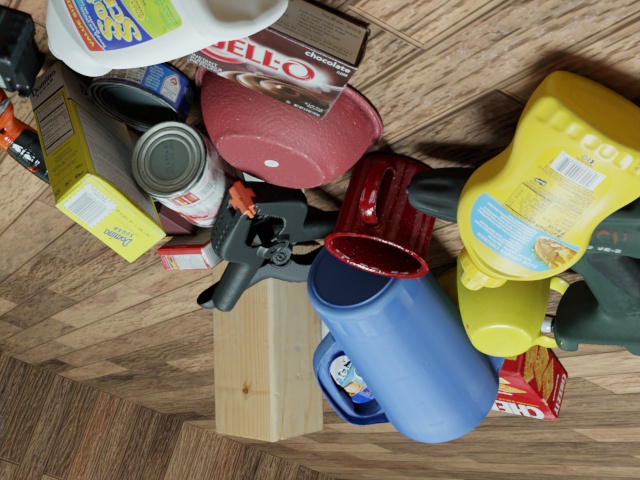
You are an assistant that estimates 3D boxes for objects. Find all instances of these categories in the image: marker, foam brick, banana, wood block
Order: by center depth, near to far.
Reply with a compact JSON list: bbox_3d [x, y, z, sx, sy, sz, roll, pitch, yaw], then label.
[{"bbox_3d":[0.152,0.057,1.135,0.069,0.037,0.198,23,161,-8],"label":"banana"},{"bbox_3d":[-0.167,-0.037,1.137,0.078,0.051,0.053,-2,152,45],"label":"foam brick"},{"bbox_3d":[-0.059,0.108,1.180,0.091,0.206,0.090,0,-179,39],"label":"wood block"},{"bbox_3d":[0.226,0.089,1.187,0.121,0.020,0.020,8,159,28],"label":"marker"}]

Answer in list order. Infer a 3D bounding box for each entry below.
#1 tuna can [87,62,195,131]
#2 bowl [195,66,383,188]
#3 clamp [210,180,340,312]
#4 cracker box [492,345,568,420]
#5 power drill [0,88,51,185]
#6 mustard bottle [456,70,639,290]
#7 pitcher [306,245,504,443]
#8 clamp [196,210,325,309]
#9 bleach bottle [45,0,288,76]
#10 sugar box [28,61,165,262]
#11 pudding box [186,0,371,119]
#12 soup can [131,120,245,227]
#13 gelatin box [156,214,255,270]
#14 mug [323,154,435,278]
[{"bbox_3d":[-0.150,-0.124,0.900,0.086,0.033,0.086,16,161,5],"label":"tuna can"},{"bbox_3d":[-0.033,-0.087,0.868,0.162,0.055,0.162,16,162,5],"label":"bowl"},{"bbox_3d":[-0.056,0.001,0.980,0.036,0.164,0.210,56,-175,20],"label":"clamp"},{"bbox_3d":[0.198,0.152,1.311,0.164,0.072,0.213,8,160,28],"label":"cracker box"},{"bbox_3d":[-0.269,-0.088,1.022,0.187,0.057,0.185,40,179,-37],"label":"power drill"},{"bbox_3d":[0.152,-0.025,0.753,0.096,0.058,0.192,29,135,-4],"label":"mustard bottle"},{"bbox_3d":[0.073,0.098,1.073,0.145,0.149,0.242,13,152,38],"label":"pitcher"},{"bbox_3d":[-0.051,0.018,1.091,0.171,0.039,0.120,4,122,-17],"label":"clamp"},{"bbox_3d":[-0.122,-0.154,0.703,0.251,0.068,0.102,-10,104,57],"label":"bleach bottle"},{"bbox_3d":[-0.193,-0.069,0.903,0.093,0.048,0.176,45,-170,-42],"label":"sugar box"},{"bbox_3d":[-0.032,-0.137,0.748,0.113,0.039,0.090,20,161,-9],"label":"pudding box"},{"bbox_3d":[-0.111,-0.055,0.913,0.068,0.068,0.102,12,171,17],"label":"soup can"},{"bbox_3d":[-0.119,-0.001,1.144,0.073,0.089,0.030,-2,118,42],"label":"gelatin box"},{"bbox_3d":[0.055,-0.027,0.915,0.093,0.081,0.117,10,160,22],"label":"mug"}]
